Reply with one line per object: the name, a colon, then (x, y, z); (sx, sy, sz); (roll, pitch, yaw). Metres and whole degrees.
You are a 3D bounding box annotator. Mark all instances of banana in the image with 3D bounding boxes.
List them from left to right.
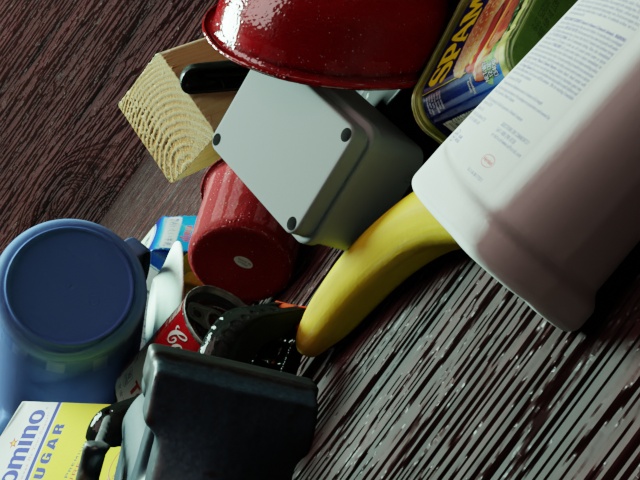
banana: (0.043, 0.009, 0.566); (0.198, 0.037, 0.069); (-34, 25, 55)

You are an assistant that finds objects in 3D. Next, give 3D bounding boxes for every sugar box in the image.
sugar box: (-0.151, 0.155, 0.702); (0.177, 0.048, 0.093); (-3, 47, 34)

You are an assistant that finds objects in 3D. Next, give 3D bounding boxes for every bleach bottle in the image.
bleach bottle: (0.145, -0.088, 0.409); (0.251, 0.068, 0.102); (-49, 23, 9)

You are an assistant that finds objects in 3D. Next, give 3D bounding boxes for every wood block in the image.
wood block: (-0.073, -0.143, 1.005); (0.205, 0.091, 0.090); (-30, -7, -44)

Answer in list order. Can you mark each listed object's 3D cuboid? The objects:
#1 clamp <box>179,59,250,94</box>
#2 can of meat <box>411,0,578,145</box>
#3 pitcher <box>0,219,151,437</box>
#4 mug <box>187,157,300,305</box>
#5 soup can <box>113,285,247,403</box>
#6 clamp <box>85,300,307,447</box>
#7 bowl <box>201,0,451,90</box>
clamp: (-0.018, -0.150, 0.943); (0.209, 0.164, 0.036); (-60, -12, -54)
can of meat: (0.106, -0.102, 0.575); (0.084, 0.057, 0.102); (-20, 38, 61)
pitcher: (-0.197, 0.067, 0.852); (0.243, 0.144, 0.149); (124, 139, -64)
mug: (-0.055, 0.001, 0.826); (0.081, 0.093, 0.117); (-79, -4, -48)
soup can: (-0.096, 0.090, 0.768); (0.102, 0.068, 0.068); (-47, 16, 30)
clamp: (-0.058, 0.103, 0.610); (0.171, 0.039, 0.120); (-39, -44, -41)
bowl: (0.011, -0.146, 0.638); (0.162, 0.162, 0.055); (-80, -3, -59)
